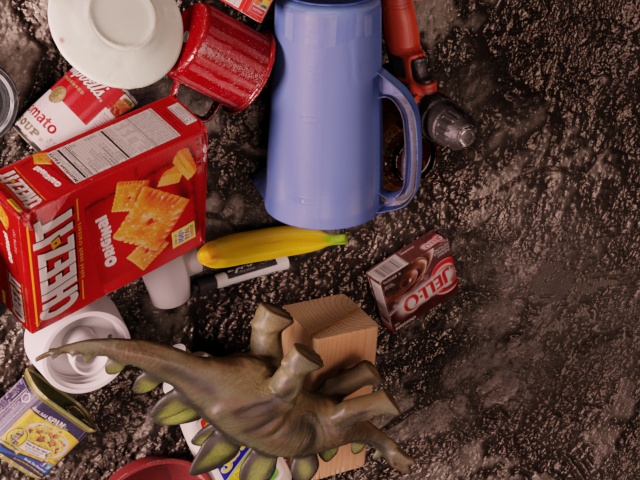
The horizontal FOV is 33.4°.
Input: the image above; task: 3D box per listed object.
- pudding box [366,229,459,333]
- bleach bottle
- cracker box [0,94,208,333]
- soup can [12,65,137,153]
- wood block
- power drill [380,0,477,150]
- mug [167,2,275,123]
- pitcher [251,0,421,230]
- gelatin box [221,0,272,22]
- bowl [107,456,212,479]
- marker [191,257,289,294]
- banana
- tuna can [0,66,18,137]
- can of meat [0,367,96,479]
[{"bbox_3d":[0.119,0.052,1.365,0.113,0.039,0.090,-30,127,-16],"label":"pudding box"},{"bbox_3d":[-0.126,0.224,1.284,0.102,0.068,0.250,-36,125,-12],"label":"bleach bottle"},{"bbox_3d":[-0.210,-0.025,1.036,0.213,0.072,0.164,-30,147,-32],"label":"cracker box"},{"bbox_3d":[-0.236,-0.122,1.029,0.102,0.069,0.068,-44,129,-5],"label":"soup can"},{"bbox_3d":[0.005,0.183,1.328,0.090,0.090,0.206,-10,119,-28],"label":"wood block"},{"bbox_3d":[0.103,-0.199,1.123,0.057,0.185,0.188,-18,121,-20],"label":"power drill"},{"bbox_3d":[-0.110,-0.175,1.069,0.081,0.093,0.117,24,98,-34],"label":"mug"},{"bbox_3d":[0.016,-0.141,1.126,0.149,0.145,0.243,-12,121,-23],"label":"pitcher"},{"bbox_3d":[-0.071,-0.262,1.048,0.030,0.089,0.073,22,101,-40],"label":"gelatin box"},{"bbox_3d":[-0.209,0.316,1.279,0.161,0.055,0.162,-14,121,-25],"label":"bowl"},{"bbox_3d":[-0.093,0.039,1.235,0.120,0.020,0.020,-16,121,-25],"label":"marker"},{"bbox_3d":[-0.065,0.004,1.201,0.197,0.070,0.037,-10,86,-36],"label":"banana"},{"bbox_3d":[-0.325,-0.131,0.989,0.086,0.034,0.086,-15,121,-26],"label":"tuna can"},{"bbox_3d":[-0.309,0.201,1.157,0.084,0.057,0.102,-45,129,-2],"label":"can of meat"}]
